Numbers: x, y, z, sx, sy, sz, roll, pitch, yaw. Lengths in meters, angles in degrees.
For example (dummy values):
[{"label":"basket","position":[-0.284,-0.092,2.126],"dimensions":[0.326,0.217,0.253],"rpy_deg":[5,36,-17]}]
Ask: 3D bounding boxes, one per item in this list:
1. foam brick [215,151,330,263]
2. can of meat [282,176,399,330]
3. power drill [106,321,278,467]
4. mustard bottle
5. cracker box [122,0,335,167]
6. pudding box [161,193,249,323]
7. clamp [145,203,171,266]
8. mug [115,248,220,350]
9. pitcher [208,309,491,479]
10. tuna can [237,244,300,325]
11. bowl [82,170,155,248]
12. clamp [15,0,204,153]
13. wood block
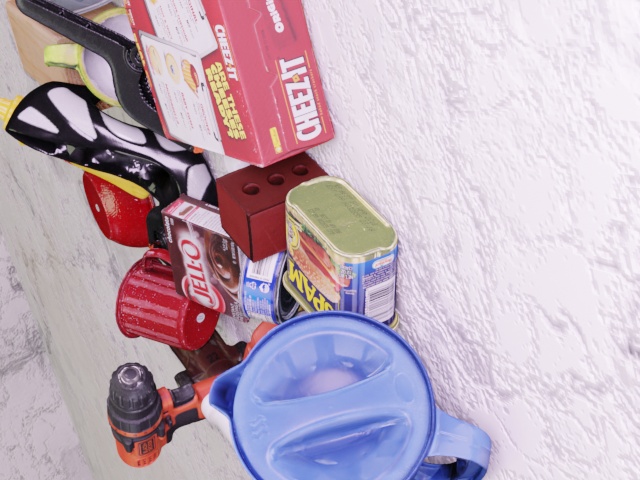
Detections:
[{"label":"foam brick","position":[-0.034,-0.028,0.827],"dimensions":[0.053,0.078,0.051],"rpy_deg":[46,150,39]},{"label":"can of meat","position":[0.015,0.013,0.782],"dimensions":[0.102,0.057,0.084],"rpy_deg":[47,148,42]},{"label":"power drill","position":[-0.119,0.142,1.043],"dimensions":[0.057,0.187,0.184],"rpy_deg":[59,159,24]},{"label":"mustard bottle","position":[-0.267,-0.109,1.165],"dimensions":[0.058,0.191,0.096],"rpy_deg":[-64,13,5]},{"label":"cracker box","position":[-0.080,-0.154,0.823],"dimensions":[0.214,0.072,0.164],"rpy_deg":[21,130,61]},{"label":"pudding box","position":[-0.104,0.018,1.044],"dimensions":[0.090,0.039,0.113],"rpy_deg":[20,134,25]},{"label":"clamp","position":[-0.167,-0.017,1.205],"dimensions":[0.172,0.039,0.120],"rpy_deg":[-5,105,63]},{"label":"mug","position":[-0.160,0.060,1.140],"dimensions":[0.082,0.093,0.117],"rpy_deg":[14,124,25]},{"label":"pitcher","position":[0.023,0.155,0.780],"dimensions":[0.149,0.145,0.243],"rpy_deg":[53,169,21]},{"label":"tuna can","position":[-0.035,0.025,0.873],"dimensions":[0.034,0.086,0.086],"rpy_deg":[13,133,16]},{"label":"bowl","position":[-0.264,-0.053,1.375],"dimensions":[0.162,0.055,0.162],"rpy_deg":[51,153,37]},{"label":"clamp","position":[-0.150,-0.177,0.947],"dimensions":[0.210,0.165,0.036],"rpy_deg":[53,-158,-14]},{"label":"wood block","position":[-0.271,-0.217,1.187],"dimensions":[0.206,0.090,0.090],"rpy_deg":[37,143,53]}]
